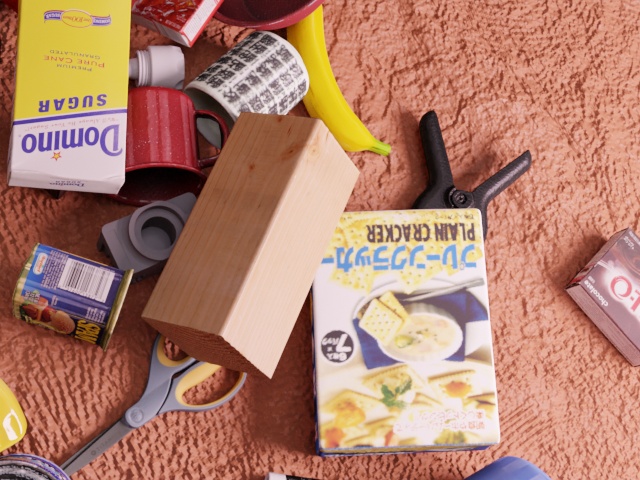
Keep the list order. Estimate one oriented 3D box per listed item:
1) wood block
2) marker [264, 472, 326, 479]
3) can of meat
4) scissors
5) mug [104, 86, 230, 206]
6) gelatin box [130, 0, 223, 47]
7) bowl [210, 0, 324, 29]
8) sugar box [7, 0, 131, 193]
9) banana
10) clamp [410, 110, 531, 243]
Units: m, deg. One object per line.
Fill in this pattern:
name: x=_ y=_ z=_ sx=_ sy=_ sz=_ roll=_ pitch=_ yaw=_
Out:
wood block: x=-0.057 y=0.001 z=0.917 sx=0.090 sy=0.090 sz=0.206 roll=10 pitch=66 yaw=34
marker: x=0.010 y=0.222 z=0.948 sx=0.121 sy=0.020 sz=0.020 roll=10 pitch=71 yaw=-14
can of meat: x=-0.207 y=0.046 z=0.890 sx=0.084 sy=0.102 sz=0.057 roll=19 pitch=69 yaw=-9
scissors: x=-0.161 y=0.132 z=0.924 sx=0.201 sy=0.016 sz=0.096 roll=-20 pitch=79 yaw=-22
mug: x=-0.138 y=-0.087 z=0.954 sx=0.117 sy=0.093 sz=0.081 roll=-9 pitch=70 yaw=6
gelatin box: x=-0.140 y=-0.232 z=1.008 sx=0.089 sy=0.030 sz=0.073 roll=27 pitch=77 yaw=26
bowl: x=-0.044 y=-0.262 z=1.039 sx=0.162 sy=0.055 sz=0.162 roll=-7 pitch=65 yaw=16
sugar box: x=-0.207 y=-0.131 z=0.885 sx=0.093 sy=0.048 sz=0.176 roll=3 pitch=75 yaw=-19
banana: x=0.003 y=-0.166 z=1.059 sx=0.069 sy=0.037 sz=0.198 roll=-15 pitch=80 yaw=-49
clamp: x=0.127 y=-0.046 z=1.057 sx=0.120 sy=0.039 sz=0.171 roll=28 pitch=69 yaw=5
